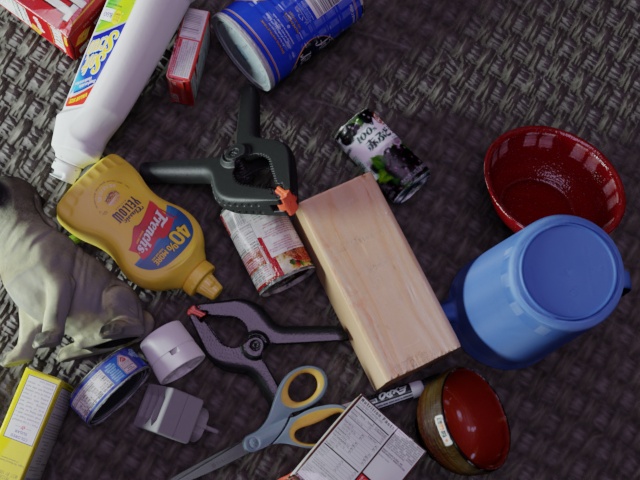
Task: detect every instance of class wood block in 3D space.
[{"bbox_3d":[0.057,0.045,1.135,0.090,0.091,0.206,-24,79,-10],"label":"wood block"}]

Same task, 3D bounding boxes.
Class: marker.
[{"bbox_3d":[0.079,0.167,1.143,0.121,0.020,0.020,-18,78,-7],"label":"marker"}]

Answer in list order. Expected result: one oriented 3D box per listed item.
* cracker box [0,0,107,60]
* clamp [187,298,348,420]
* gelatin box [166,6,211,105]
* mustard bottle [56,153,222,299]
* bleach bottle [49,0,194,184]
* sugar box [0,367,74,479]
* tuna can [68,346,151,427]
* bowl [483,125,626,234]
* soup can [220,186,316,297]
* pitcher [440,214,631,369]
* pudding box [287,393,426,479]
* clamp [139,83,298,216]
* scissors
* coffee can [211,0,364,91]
[{"bbox_3d":[-0.314,-0.337,1.218,0.214,0.072,0.164,37,78,5],"label":"cracker box"},{"bbox_3d":[-0.058,0.107,1.140,0.171,0.039,0.120,38,77,2],"label":"clamp"},{"bbox_3d":[-0.147,-0.205,1.194,0.030,0.073,0.089,14,76,0],"label":"gelatin box"},{"bbox_3d":[-0.184,-0.002,1.148,0.191,0.058,0.096,39,64,6],"label":"mustard bottle"},{"bbox_3d":[-0.225,-0.178,1.159,0.068,0.103,0.251,25,90,-39],"label":"bleach bottle"},{"bbox_3d":[-0.303,0.220,1.071,0.048,0.093,0.176,22,76,3],"label":"sugar box"},{"bbox_3d":[-0.217,0.150,1.097,0.034,0.086,0.086,44,78,9],"label":"tuna can"},{"bbox_3d":[0.248,-0.048,1.171,0.162,0.055,0.162,7,55,-10],"label":"bowl"},{"bbox_3d":[-0.058,0.001,1.151,0.068,0.068,0.102,-26,79,-9],"label":"soup can"},{"bbox_3d":[0.223,0.050,1.064,0.145,0.243,0.149,40,78,4],"label":"pitcher"},{"bbox_3d":[0.037,0.225,1.070,0.090,0.039,0.113,41,66,7],"label":"pudding box"},{"bbox_3d":[-0.082,-0.090,1.141,0.164,0.036,0.210,-46,46,-15],"label":"clamp"},{"bbox_3d":[-0.066,0.188,1.102,0.201,0.016,0.096,-10,84,-8],"label":"scissors"},{"bbox_3d":[-0.036,-0.250,1.196,0.140,0.103,0.103,-40,82,-11],"label":"coffee can"}]
